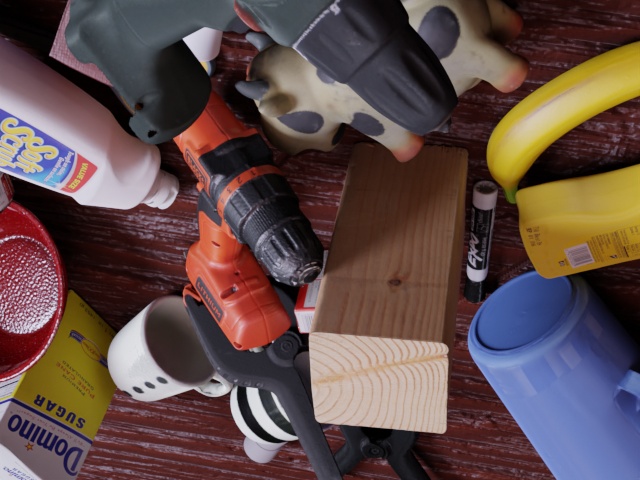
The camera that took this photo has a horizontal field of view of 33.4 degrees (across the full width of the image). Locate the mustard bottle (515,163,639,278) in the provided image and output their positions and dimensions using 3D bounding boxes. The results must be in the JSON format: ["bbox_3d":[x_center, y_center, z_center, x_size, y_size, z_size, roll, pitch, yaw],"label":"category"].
[{"bbox_3d":[0.245,-0.023,0.774,0.192,0.058,0.096,-13,148,19],"label":"mustard bottle"}]

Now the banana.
[{"bbox_3d":[0.182,-0.093,0.750,0.069,0.037,0.198,12,144,-40],"label":"banana"}]

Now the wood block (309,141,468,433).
[{"bbox_3d":[0.054,0.026,0.765,0.091,0.206,0.090,4,131,9],"label":"wood block"}]

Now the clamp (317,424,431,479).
[{"bbox_3d":[0.065,0.196,1.025,0.120,0.039,0.172,11,132,1],"label":"clamp"}]

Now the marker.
[{"bbox_3d":[0.128,0.004,0.856,0.020,0.020,0.121,5,132,8],"label":"marker"}]

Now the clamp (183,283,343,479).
[{"bbox_3d":[-0.020,0.089,0.916,0.210,0.164,0.036,36,160,7],"label":"clamp"}]

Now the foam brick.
[{"bbox_3d":[-0.147,-0.156,0.739,0.051,0.053,0.078,23,112,-9],"label":"foam brick"}]

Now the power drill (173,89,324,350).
[{"bbox_3d":[-0.055,0.001,0.796,0.057,0.184,0.188,-21,147,-20],"label":"power drill"}]

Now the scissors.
[{"bbox_3d":[-0.164,-0.147,0.788,0.201,0.016,0.096,33,128,-17],"label":"scissors"}]

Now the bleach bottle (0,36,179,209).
[{"bbox_3d":[-0.202,-0.084,0.781,0.103,0.068,0.250,-27,143,35],"label":"bleach bottle"}]

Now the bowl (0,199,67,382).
[{"bbox_3d":[-0.276,0.040,0.920,0.162,0.055,0.162,0,91,20],"label":"bowl"}]

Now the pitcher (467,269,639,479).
[{"bbox_3d":[0.234,0.138,0.876,0.149,0.145,0.242,-31,116,18],"label":"pitcher"}]

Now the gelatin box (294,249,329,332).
[{"bbox_3d":[0.029,0.041,0.873,0.089,0.073,0.030,-2,131,12],"label":"gelatin box"}]

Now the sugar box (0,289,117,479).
[{"bbox_3d":[-0.235,0.138,0.946,0.048,0.176,0.093,-24,122,29],"label":"sugar box"}]
